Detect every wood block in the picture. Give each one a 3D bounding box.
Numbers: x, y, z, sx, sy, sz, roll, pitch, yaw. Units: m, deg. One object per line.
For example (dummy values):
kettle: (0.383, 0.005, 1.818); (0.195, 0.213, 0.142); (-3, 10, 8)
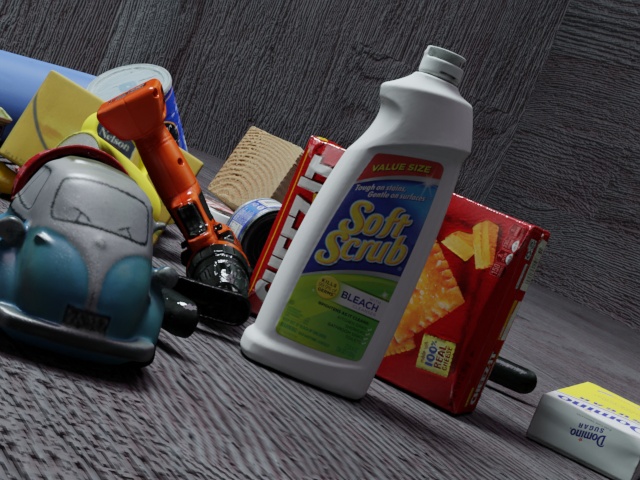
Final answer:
wood block: (-0.025, -0.031, 1.240); (0.090, 0.091, 0.205); (28, -11, 39)

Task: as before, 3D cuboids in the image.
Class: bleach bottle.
bleach bottle: (0.035, -0.020, 0.763); (0.102, 0.251, 0.068); (22, 5, -1)

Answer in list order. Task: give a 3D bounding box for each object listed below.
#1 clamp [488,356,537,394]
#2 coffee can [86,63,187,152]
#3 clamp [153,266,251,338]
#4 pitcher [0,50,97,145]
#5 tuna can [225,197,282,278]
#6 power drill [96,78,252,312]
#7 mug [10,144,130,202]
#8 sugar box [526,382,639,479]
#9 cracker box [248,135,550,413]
clamp: (0.106, 0.097, 1.069); (0.209, 0.036, 0.165); (17, 8, -28)
coffee can: (-0.216, -0.127, 1.286); (0.103, 0.140, 0.103); (-6, 38, 4)
clamp: (-0.132, 0.028, 0.758); (0.172, 0.039, 0.120); (24, 0, 23)
pitcher: (-0.390, -0.182, 1.399); (0.242, 0.145, 0.149); (16, -24, -26)
tuna can: (-0.057, 0.001, 1.103); (0.086, 0.086, 0.034); (18, 8, -39)
power drill: (-0.115, -0.034, 0.866); (0.187, 0.057, 0.184); (65, -4, -16)
mug: (-0.188, -0.021, 0.829); (0.117, 0.093, 0.082); (53, -11, -19)
sugar box: (0.248, 0.163, 0.928); (0.093, 0.048, 0.176); (24, 4, 24)
cracker box: (0.059, 0.026, 0.896); (0.214, 0.164, 0.072); (24, 3, 22)
